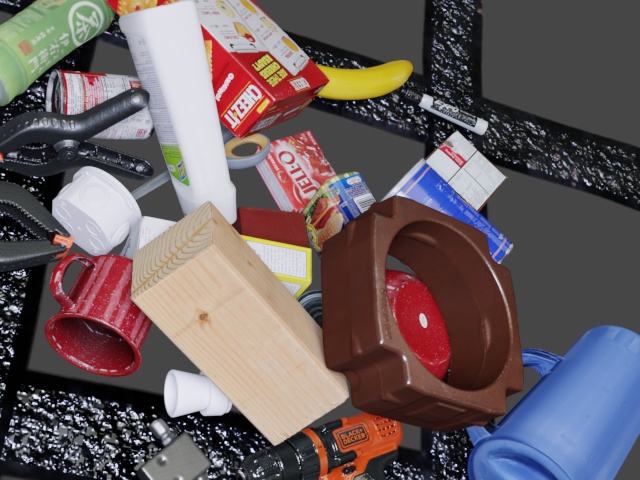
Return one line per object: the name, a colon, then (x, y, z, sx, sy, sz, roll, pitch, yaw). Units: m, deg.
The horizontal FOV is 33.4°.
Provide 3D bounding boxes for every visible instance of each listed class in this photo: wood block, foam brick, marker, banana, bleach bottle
wood block: (-0.072, 0.078, 0.981, 0.206, 0.091, 0.090, 51, 12, -26)
foam brick: (-0.057, 0.001, 1.121, 0.078, 0.053, 0.051, 5, 61, -23)
marker: (0.154, -0.164, 1.339, 0.121, 0.020, 0.020, 23, 55, -14)
banana: (0.032, -0.200, 1.288, 0.197, 0.037, 0.069, 3, 63, -25)
bleach bottle: (-0.134, -0.109, 1.073, 0.068, 0.103, 0.251, -18, 104, -20)

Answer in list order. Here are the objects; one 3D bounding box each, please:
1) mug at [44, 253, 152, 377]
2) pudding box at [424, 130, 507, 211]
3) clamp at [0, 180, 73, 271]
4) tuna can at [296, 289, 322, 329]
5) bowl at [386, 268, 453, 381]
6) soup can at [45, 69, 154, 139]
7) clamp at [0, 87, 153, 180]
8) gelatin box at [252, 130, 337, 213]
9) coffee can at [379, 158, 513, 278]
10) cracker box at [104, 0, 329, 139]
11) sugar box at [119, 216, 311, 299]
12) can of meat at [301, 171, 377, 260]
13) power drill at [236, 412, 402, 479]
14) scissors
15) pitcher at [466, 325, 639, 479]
mug: (-0.204, 0.060, 0.988, 0.117, 0.093, 0.081, 49, 42, -31)
pudding box: (0.159, -0.068, 1.276, 0.090, 0.039, 0.113, 44, 55, 2)
clamp: (-0.338, -0.034, 1.013, 0.209, 0.036, 0.164, 14, 58, -21)
tuna can: (-0.001, 0.095, 1.108, 0.086, 0.034, 0.086, 12, 58, -20)
bowl: (0.090, 0.093, 1.113, 0.161, 0.055, 0.162, 22, 54, -35)
soup can: (-0.227, -0.140, 1.108, 0.102, 0.069, 0.068, 0, 63, -27)
clamp: (-0.245, -0.092, 1.066, 0.171, 0.120, 0.039, -10, 47, -3)
gelatin box: (-0.024, -0.073, 1.193, 0.073, 0.030, 0.089, -21, 73, -32)
coffee can: (0.128, -0.007, 1.186, 0.140, 0.103, 0.102, 43, 53, 1)
cracker box: (-0.110, -0.218, 1.176, 0.214, 0.072, 0.164, 47, 27, 4)
sugar box: (-0.106, 0.028, 1.057, 0.176, 0.093, 0.048, 14, 57, -19)
can of meat: (0.028, -0.014, 1.142, 0.057, 0.102, 0.084, -20, 71, -33)
power drill: (0.028, 0.262, 1.013, 0.184, 0.057, 0.188, -14, 70, -32)
scissors: (-0.129, -0.074, 1.133, 0.096, 0.016, 0.201, 22, 50, 20)
pitcher: (0.264, 0.187, 1.131, 0.242, 0.145, 0.149, -39, 127, -40)
